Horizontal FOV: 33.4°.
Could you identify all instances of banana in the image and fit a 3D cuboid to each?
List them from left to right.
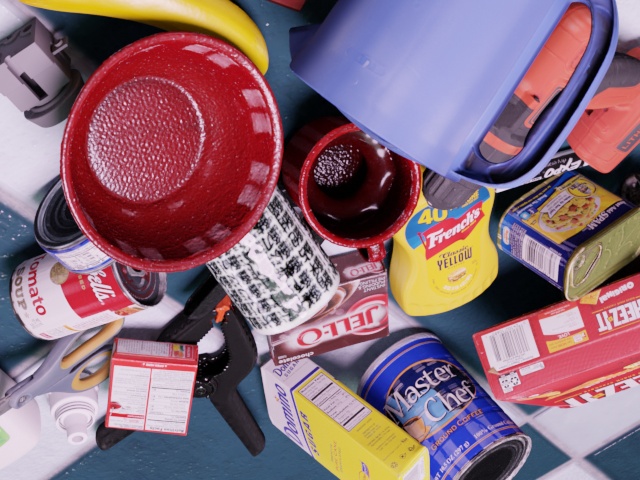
[{"bbox_3d":[-0.104,-0.147,0.712,0.197,0.037,0.070,22,121,-35],"label":"banana"}]

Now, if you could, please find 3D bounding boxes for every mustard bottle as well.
[{"bbox_3d":[0.099,-0.023,0.889,0.096,0.058,0.191,-21,136,-10],"label":"mustard bottle"}]

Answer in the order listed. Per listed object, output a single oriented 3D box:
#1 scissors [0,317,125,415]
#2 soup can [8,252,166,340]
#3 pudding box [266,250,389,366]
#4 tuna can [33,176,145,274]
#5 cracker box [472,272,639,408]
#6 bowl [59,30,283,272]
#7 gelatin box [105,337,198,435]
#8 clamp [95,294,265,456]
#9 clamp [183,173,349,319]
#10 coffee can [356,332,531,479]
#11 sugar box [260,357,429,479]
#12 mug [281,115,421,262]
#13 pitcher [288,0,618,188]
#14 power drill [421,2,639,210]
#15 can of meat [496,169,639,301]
[{"bbox_3d":[-0.240,0.133,0.897,0.201,0.016,0.096,-42,152,-15],"label":"scissors"},{"bbox_3d":[-0.180,0.033,0.824,0.102,0.068,0.068,-18,139,23],"label":"soup can"},{"bbox_3d":[0.004,0.060,0.952,0.113,0.039,0.090,-13,137,-6],"label":"pudding box"},{"bbox_3d":[-0.167,-0.020,0.781,0.086,0.086,0.033,-31,134,12],"label":"tuna can"},{"bbox_3d":[0.257,0.099,0.984,0.164,0.072,0.213,-24,160,22],"label":"cracker box"},{"bbox_3d":[-0.107,-0.063,0.722,0.161,0.055,0.162,-11,112,-31],"label":"bowl"},{"bbox_3d":[-0.148,0.128,0.933,0.073,0.030,0.089,6,127,-9],"label":"gelatin box"},{"bbox_3d":[-0.103,0.130,0.983,0.164,0.036,0.210,11,127,-22],"label":"clamp"},{"bbox_3d":[-0.056,0.001,0.871,0.171,0.039,0.120,-13,132,-4],"label":"clamp"},{"bbox_3d":[0.114,0.171,1.008,0.102,0.140,0.103,-26,142,-22],"label":"coffee can"},{"bbox_3d":[0.021,0.179,0.980,0.048,0.176,0.093,-39,143,-29],"label":"sugar box"},{"bbox_3d":[0.022,-0.038,0.806,0.093,0.081,0.117,-25,110,-9],"label":"mug"},{"bbox_3d":[0.106,-0.161,0.665,0.149,0.145,0.243,30,102,-26],"label":"pitcher"},{"bbox_3d":[0.179,-0.092,0.806,0.187,0.057,0.185,-3,141,-48],"label":"power drill"},{"bbox_3d":[0.212,-0.008,0.901,0.102,0.084,0.057,-31,137,-24],"label":"can of meat"}]
